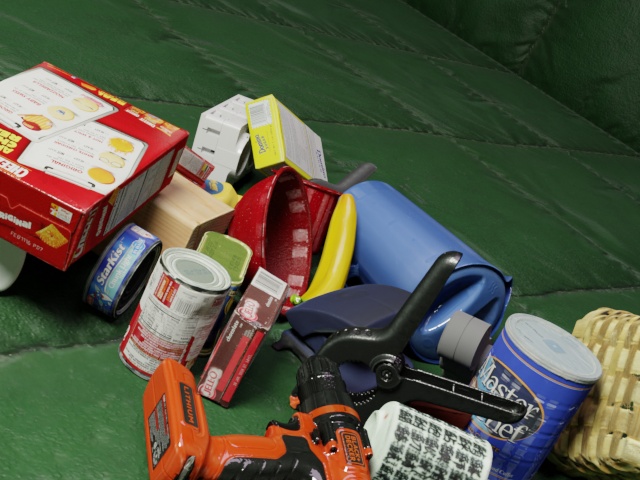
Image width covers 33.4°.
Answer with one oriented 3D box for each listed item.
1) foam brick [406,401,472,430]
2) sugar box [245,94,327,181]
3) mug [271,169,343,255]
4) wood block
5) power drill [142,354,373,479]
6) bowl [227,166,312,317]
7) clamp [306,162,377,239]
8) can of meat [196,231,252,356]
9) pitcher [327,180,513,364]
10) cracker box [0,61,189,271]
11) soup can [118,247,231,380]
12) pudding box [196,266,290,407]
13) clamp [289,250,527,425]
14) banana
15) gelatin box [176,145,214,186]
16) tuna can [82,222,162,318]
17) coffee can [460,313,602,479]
[{"bbox_3d":[0.095,0.167,1.031,0.078,0.051,0.053,15,24,-28],"label":"foam brick"},{"bbox_3d":[-0.041,-0.115,1.393,0.176,0.048,0.093,38,40,-68],"label":"sugar box"},{"bbox_3d":[-0.032,-0.033,1.263,0.093,0.081,0.117,21,4,17],"label":"mug"},{"bbox_3d":[-0.207,-0.040,1.098,0.206,0.091,0.090,33,23,13],"label":"wood block"},{"bbox_3d":[-0.047,0.151,0.866,0.187,0.057,0.184,15,35,-25],"label":"power drill"},{"bbox_3d":[-0.057,0.001,1.142,0.055,0.162,0.162,0,15,17],"label":"bowl"},{"bbox_3d":[0.020,-0.032,1.380,0.171,0.039,0.120,-14,84,-36],"label":"clamp"},{"bbox_3d":[-0.109,0.048,1.021,0.057,0.084,0.102,25,21,-6],"label":"can of meat"},{"bbox_3d":[0.095,0.030,1.262,0.149,0.145,0.243,26,14,-38],"label":"pitcher"},{"bbox_3d":[-0.237,-0.073,0.950,0.164,0.072,0.213,27,29,5],"label":"cracker box"},{"bbox_3d":[-0.127,0.066,0.933,0.068,0.102,0.068,23,22,-10],"label":"soup can"},{"bbox_3d":[-0.070,0.086,0.971,0.039,0.090,0.113,29,21,0],"label":"pudding box"},{"bbox_3d":[0.072,0.121,0.963,0.164,0.210,0.036,60,21,-5],"label":"clamp"},{"bbox_3d":[0.011,0.029,1.194,0.037,0.070,0.197,10,41,12],"label":"banana"},{"bbox_3d":[-0.168,-0.101,1.158,0.089,0.030,0.073,33,-2,27],"label":"gelatin box"},{"bbox_3d":[-0.181,0.028,0.981,0.034,0.086,0.086,31,22,3],"label":"tuna can"},{"bbox_3d":[0.195,0.158,1.047,0.102,0.140,0.103,23,22,-10],"label":"coffee can"}]
